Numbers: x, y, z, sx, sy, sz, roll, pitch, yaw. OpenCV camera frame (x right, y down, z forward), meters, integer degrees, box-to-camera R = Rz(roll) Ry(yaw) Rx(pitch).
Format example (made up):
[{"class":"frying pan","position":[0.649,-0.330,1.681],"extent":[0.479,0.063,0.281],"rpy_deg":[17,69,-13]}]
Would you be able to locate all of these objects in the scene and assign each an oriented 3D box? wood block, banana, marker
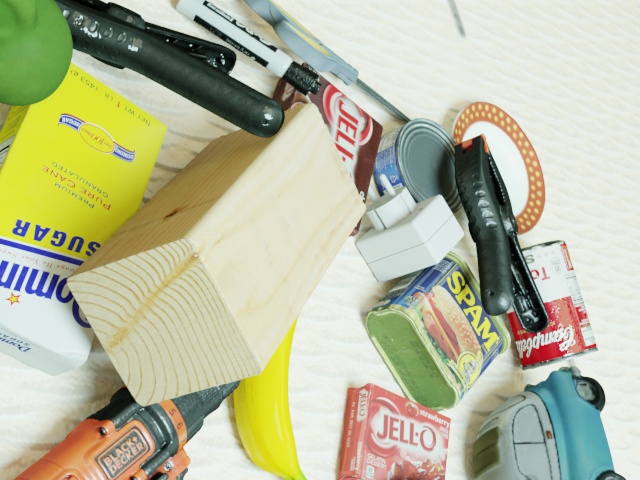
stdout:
[{"class":"wood block","position":[-0.055,0.000,0.667],"extent":[0.090,0.091,0.205],"rpy_deg":[63,29,-17]},{"class":"banana","position":[-0.030,0.076,0.746],"extent":[0.069,0.037,0.198],"rpy_deg":[35,53,-52]},{"class":"marker","position":[-0.051,-0.145,0.788],"extent":[0.121,0.020,0.020],"rpy_deg":[34,51,-4]}]

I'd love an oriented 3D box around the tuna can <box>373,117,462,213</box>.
[{"class":"tuna can","position":[0.084,-0.058,0.900],"extent":[0.086,0.034,0.086],"rpy_deg":[17,63,-38]}]

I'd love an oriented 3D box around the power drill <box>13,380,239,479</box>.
[{"class":"power drill","position":[-0.078,0.173,0.649],"extent":[0.184,0.057,0.187],"rpy_deg":[-37,98,-41]}]

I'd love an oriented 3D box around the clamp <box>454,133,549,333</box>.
[{"class":"clamp","position":[0.139,-0.007,0.863],"extent":[0.120,0.039,0.171],"rpy_deg":[16,54,-70]}]

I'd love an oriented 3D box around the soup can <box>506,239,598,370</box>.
[{"class":"soup can","position":[0.196,0.056,0.937],"extent":[0.068,0.069,0.102],"rpy_deg":[-8,80,-44]}]

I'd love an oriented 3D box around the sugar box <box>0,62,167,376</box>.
[{"class":"sugar box","position":[-0.162,-0.017,0.648],"extent":[0.093,0.048,0.176],"rpy_deg":[32,54,-31]}]

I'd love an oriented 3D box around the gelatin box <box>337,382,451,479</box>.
[{"class":"gelatin box","position":[0.056,0.155,0.797],"extent":[0.089,0.030,0.073],"rpy_deg":[29,56,-33]}]

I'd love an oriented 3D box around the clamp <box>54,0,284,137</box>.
[{"class":"clamp","position":[-0.129,-0.134,0.699],"extent":[0.209,0.164,0.036],"rpy_deg":[22,104,-17]}]

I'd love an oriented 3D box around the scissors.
[{"class":"scissors","position":[0.019,-0.132,0.850],"extent":[0.201,0.016,0.096],"rpy_deg":[36,15,-27]}]

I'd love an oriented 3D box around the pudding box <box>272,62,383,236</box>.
[{"class":"pudding box","position":[-0.002,-0.067,0.819],"extent":[0.090,0.039,0.113],"rpy_deg":[35,53,-28]}]

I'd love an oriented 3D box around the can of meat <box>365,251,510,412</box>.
[{"class":"can of meat","position":[0.092,0.072,0.843],"extent":[0.083,0.058,0.102],"rpy_deg":[-41,104,-41]}]
